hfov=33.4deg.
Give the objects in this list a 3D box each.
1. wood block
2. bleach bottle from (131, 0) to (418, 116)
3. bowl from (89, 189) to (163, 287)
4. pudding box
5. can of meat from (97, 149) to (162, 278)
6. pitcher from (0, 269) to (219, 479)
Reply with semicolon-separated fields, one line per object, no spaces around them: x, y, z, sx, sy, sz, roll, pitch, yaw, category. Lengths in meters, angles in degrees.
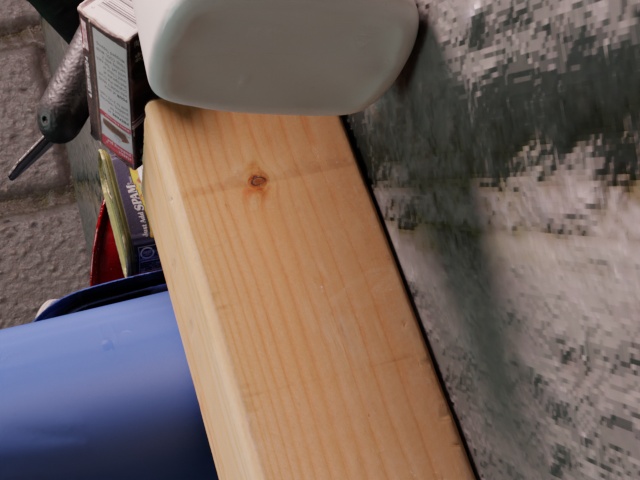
-0.014;0.037;0.491;0.090;0.090;0.206;110;145;-61;wood block
-0.040;-0.169;0.447;0.068;0.102;0.251;120;143;-51;bleach bottle
-0.150;0.001;0.942;0.162;0.055;0.162;11;-91;-85;bowl
-0.066;-0.101;0.532;0.039;0.113;0.090;38;149;21;pudding box
-0.122;-0.028;0.836;0.057;0.083;0.102;108;146;-62;can of meat
-0.108;0.087;0.572;0.149;0.242;0.145;158;102;-68;pitcher
